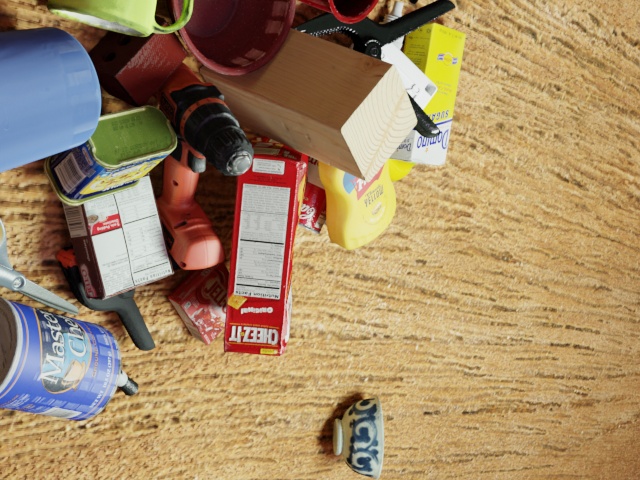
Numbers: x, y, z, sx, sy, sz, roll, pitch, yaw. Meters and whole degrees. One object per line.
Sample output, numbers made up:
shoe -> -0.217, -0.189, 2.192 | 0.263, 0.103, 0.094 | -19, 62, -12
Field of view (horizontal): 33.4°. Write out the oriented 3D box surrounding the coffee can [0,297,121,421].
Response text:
coffee can -> -0.280, 0.118, 1.047 | 0.140, 0.103, 0.103 | 26, 92, -54

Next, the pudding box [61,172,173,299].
pudding box -> -0.205, -0.006, 1.081 | 0.089, 0.039, 0.113 | -19, 102, -44

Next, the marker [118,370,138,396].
marker -> -0.236, 0.141, 1.185 | 0.020, 0.020, 0.121 | -51, 142, -15

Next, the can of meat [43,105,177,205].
can of meat -> -0.199, -0.083, 1.017 | 0.101, 0.084, 0.057 | -22, 84, -43

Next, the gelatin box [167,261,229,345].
gelatin box -> -0.132, 0.070, 1.256 | 0.073, 0.030, 0.089 | -47, 142, -20

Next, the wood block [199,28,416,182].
wood block -> -0.014, -0.151, 1.111 | 0.090, 0.206, 0.090 | -51, 142, -16

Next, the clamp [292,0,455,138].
clamp -> 0.061, -0.223, 1.224 | 0.209, 0.036, 0.164 | 16, 83, -19

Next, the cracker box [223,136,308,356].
cracker box -> -0.058, 0.001, 1.173 | 0.164, 0.072, 0.214 | -83, 178, -78

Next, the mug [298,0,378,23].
mug -> 0.012, -0.302, 1.152 | 0.093, 0.082, 0.117 | -29, 132, -37

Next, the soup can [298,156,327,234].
soup can -> -0.010, -0.067, 1.285 | 0.068, 0.069, 0.102 | 22, 94, -53

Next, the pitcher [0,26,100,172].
pitcher -> -0.303, -0.114, 0.861 | 0.242, 0.145, 0.149 | -24, 160, -45

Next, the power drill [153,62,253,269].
power drill -> -0.123, -0.066, 1.070 | 0.057, 0.185, 0.188 | -10, 130, -26

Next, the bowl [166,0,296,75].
bowl -> -0.099, -0.247, 1.060 | 0.161, 0.055, 0.162 | -13, 109, -43

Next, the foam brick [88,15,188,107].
foam brick -> -0.177, -0.176, 1.028 | 0.078, 0.053, 0.051 | -52, 142, -15

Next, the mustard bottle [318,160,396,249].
mustard bottle -> 0.040, -0.086, 1.223 | 0.096, 0.058, 0.191 | -40, 141, -27

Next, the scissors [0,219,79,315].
scissors -> -0.297, 0.020, 1.039 | 0.201, 0.016, 0.096 | 14, 101, -53

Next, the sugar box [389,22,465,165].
sugar box -> 0.137, -0.187, 1.375 | 0.093, 0.048, 0.176 | -1, 99, -55

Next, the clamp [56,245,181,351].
clamp -> -0.205, 0.037, 1.141 | 0.171, 0.039, 0.120 | 45, 65, -50
